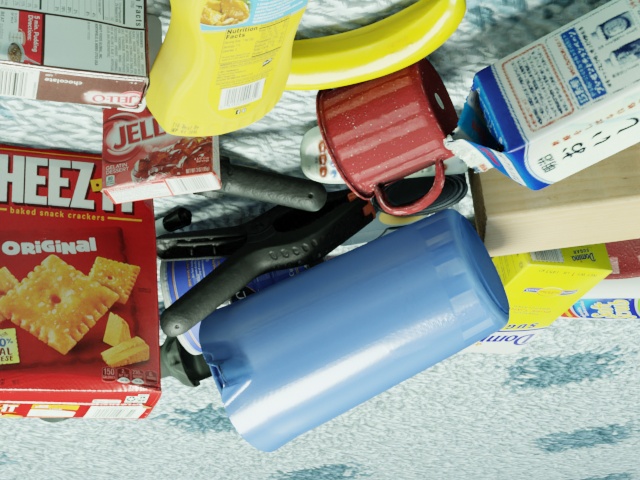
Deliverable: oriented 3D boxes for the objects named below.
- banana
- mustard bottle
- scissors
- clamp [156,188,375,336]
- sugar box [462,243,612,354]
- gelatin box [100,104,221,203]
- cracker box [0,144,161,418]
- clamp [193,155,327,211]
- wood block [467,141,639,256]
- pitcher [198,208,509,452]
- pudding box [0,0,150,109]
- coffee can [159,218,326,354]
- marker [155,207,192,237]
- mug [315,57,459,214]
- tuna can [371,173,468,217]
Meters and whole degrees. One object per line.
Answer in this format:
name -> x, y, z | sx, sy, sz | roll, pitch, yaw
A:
banana -> 0.021, -0.139, 0.747 | 0.198, 0.037, 0.069 | -17, 134, 21
mustard bottle -> -0.048, -0.149, 0.649 | 0.096, 0.058, 0.192 | -19, 151, -30
scissors -> 0.031, -0.015, 1.039 | 0.202, 0.016, 0.096 | 0, 144, 10
clamp -> -0.056, 0.001, 0.938 | 0.210, 0.165, 0.036 | -25, 118, -8
sugar box -> 0.190, 0.054, 1.026 | 0.093, 0.048, 0.176 | 5, 145, -21
gelatin box -> -0.123, -0.071, 0.817 | 0.089, 0.073, 0.030 | -8, 155, 7
cracker box -> -0.215, 0.032, 0.855 | 0.164, 0.214, 0.072 | 5, 152, -22
clamp -> -0.087, -0.053, 0.891 | 0.171, 0.039, 0.120 | 13, 175, -11
wood block -> 0.235, -0.054, 0.910 | 0.206, 0.090, 0.091 | -8, 156, 4
pitcher -> 0.033, 0.072, 0.905 | 0.243, 0.149, 0.145 | -27, 121, 16
pudding box -> -0.163, -0.132, 0.656 | 0.113, 0.090, 0.039 | 5, 152, -20
coffee can -> -0.068, 0.041, 1.016 | 0.140, 0.103, 0.102 | -17, 154, 10
marker -> -0.167, -0.005, 1.021 | 0.121, 0.020, 0.020 | -24, 150, 35
mug -> 0.057, -0.077, 0.797 | 0.082, 0.117, 0.093 | -22, 161, 22
tuna can -> 0.086, -0.054, 0.945 | 0.086, 0.034, 0.086 | -4, 156, -2
